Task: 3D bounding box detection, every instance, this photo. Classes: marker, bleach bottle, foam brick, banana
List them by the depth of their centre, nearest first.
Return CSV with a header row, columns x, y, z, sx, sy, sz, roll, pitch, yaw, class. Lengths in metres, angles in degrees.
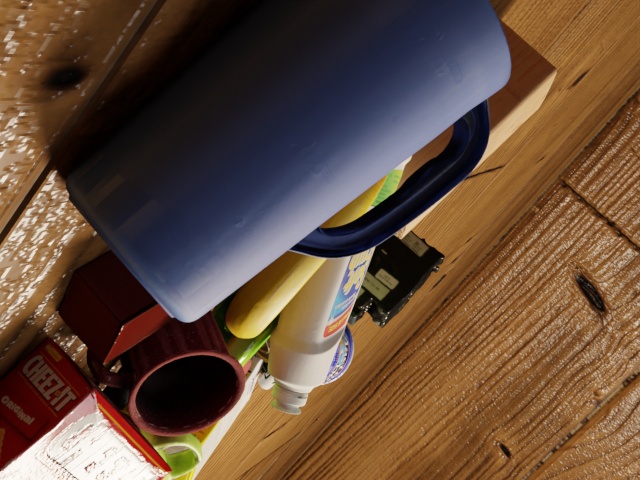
x,y,z,sx,sy,sz,roll,pitch,yaw,class
-0.135,0.039,0.748,0.078,0.051,0.053,-34,164,-45,foam brick
-0.021,0.016,0.830,0.198,0.037,0.069,-49,-177,26,banana
0.008,0.026,0.922,0.102,0.068,0.251,-1,108,-72,bleach bottle
-0.036,0.140,1.253,0.020,0.020,0.121,-32,171,-48,marker

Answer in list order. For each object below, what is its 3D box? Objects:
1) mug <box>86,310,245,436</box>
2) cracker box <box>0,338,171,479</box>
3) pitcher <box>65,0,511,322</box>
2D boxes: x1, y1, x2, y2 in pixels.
x,y,z,sx,sy,sz,roll,pitch,yaw,class
-0.125,0.092,0.834,0.117,0.081,0.093,2,128,-27,mug
-0.231,0.199,0.792,0.213,0.072,0.164,-42,147,-13,cracker box
-0.015,-0.061,0.614,0.242,0.149,0.145,-41,168,-8,pitcher
